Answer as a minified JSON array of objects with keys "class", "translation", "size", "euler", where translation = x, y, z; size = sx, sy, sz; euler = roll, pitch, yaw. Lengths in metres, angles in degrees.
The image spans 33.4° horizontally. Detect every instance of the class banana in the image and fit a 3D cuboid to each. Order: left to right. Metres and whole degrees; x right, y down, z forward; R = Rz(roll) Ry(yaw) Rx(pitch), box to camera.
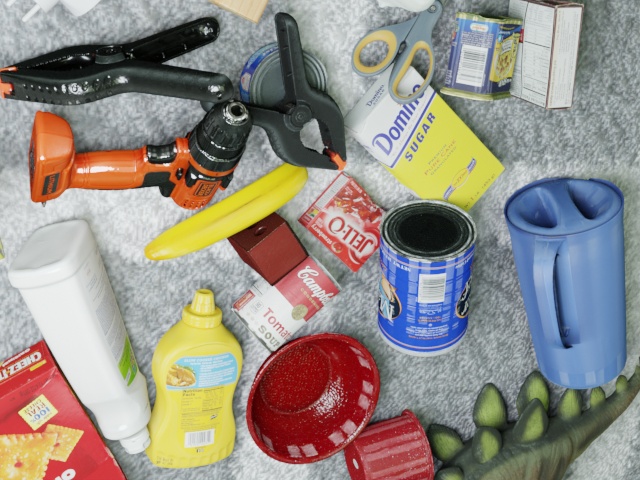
[{"class":"banana","translation":[-0.085,-0.029,1.070],"size":[0.197,0.070,0.037],"euler":[-31,98,-11]}]

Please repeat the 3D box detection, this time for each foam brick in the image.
[{"class":"foam brick","translation":[-0.057,0.001,1.093],"size":[0.053,0.078,0.051],"euler":[-40,121,-10]}]

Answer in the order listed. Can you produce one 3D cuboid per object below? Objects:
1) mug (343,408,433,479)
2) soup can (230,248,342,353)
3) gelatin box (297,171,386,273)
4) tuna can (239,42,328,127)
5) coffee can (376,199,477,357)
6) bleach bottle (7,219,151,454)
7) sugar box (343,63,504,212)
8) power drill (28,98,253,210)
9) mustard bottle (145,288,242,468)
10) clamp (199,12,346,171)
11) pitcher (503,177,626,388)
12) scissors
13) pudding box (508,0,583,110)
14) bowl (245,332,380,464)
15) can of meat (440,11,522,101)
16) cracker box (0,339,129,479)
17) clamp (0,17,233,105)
[{"class":"mug","translation":[0.080,0.265,1.253],"size":[0.081,0.093,0.117],"euler":[-13,86,-16]},{"class":"soup can","translation":[-0.037,0.062,1.133],"size":[0.102,0.069,0.068],"euler":[-42,122,-5]},{"class":"gelatin box","translation":[0.031,-0.019,1.156],"size":[0.073,0.030,0.089],"euler":[-48,122,-2]},{"class":"tuna can","translation":[-0.037,-0.154,1.067],"size":[0.086,0.034,0.086],"euler":[-9,114,-22]},{"class":"coffee can","translation":[0.113,0.041,1.157],"size":[0.102,0.103,0.140],"euler":[-18,133,-19]},{"class":"bleach bottle","translation":[-0.220,0.110,1.043],"size":[0.068,0.102,0.251],"euler":[-11,118,10]},{"class":"sugar box","translation":[0.113,-0.102,1.154],"size":[0.093,0.048,0.176],"euler":[-50,123,0]},{"class":"power drill","translation":[-0.165,-0.078,0.967],"size":[0.187,0.185,0.057],"euler":[1,67,-20]},{"class":"mustard bottle","translation":[-0.131,0.143,1.125],"size":[0.096,0.058,0.192],"euler":[-2,111,-27]},{"class":"clamp","translation":[-0.025,-0.135,1.036],"size":[0.171,0.039,0.120],"euler":[35,97,-39]},{"class":"pitcher","translation":[0.294,0.059,1.255],"size":[0.149,0.145,0.243],"euler":[-22,121,-12]},{"class":"scissors","translation":[0.095,-0.235,1.102],"size":[0.096,0.016,0.201],"euler":[14,75,11]},{"class":"pudding box","translation":[0.237,-0.204,1.147],"size":[0.039,0.090,0.113],"euler":[-9,113,-22]},{"class":"bowl","translation":[-0.016,0.166,1.192],"size":[0.161,0.055,0.162],"euler":[-9,114,-23]},{"class":"can of meat","translation":[0.171,-0.194,1.119],"size":[0.101,0.057,0.084],"euler":[-21,123,-62]},{"class":"cracker box","translation":[-0.296,0.231,1.072],"size":[0.164,0.072,0.213],"euler":[-29,120,-12]},{"class":"clamp","translation":[-0.177,-0.148,0.942],"size":[0.209,0.165,0.036],"euler":[-12,121,-11]}]
